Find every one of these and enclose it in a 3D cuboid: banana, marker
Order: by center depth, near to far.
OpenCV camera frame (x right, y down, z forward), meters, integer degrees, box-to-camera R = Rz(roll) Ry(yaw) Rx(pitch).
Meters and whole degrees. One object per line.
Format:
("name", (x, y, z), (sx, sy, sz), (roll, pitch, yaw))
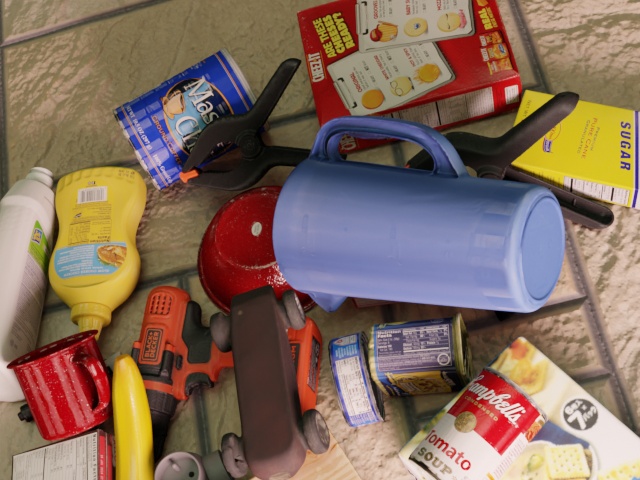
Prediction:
("banana", (-0.171, 0.205, 0.971), (0.037, 0.069, 0.198), (-3, 67, -2))
("marker", (-0.253, 0.150, 1.087), (0.121, 0.020, 0.020), (-29, 60, -3))

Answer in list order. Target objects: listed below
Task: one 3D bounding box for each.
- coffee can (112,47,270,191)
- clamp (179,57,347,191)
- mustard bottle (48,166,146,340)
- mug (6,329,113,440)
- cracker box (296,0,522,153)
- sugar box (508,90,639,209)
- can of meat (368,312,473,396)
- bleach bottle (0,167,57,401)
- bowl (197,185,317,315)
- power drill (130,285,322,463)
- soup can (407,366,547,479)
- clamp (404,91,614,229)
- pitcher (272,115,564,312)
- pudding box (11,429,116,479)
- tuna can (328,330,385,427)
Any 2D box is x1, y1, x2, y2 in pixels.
("coffee can", (-0.140, -0.132, 1.161), (0.140, 0.103, 0.103), (-30, 60, -3))
("clamp", (-0.061, -0.094, 1.099), (0.171, 0.039, 0.120), (-34, 88, 13))
("mustard bottle", (-0.238, 0.017, 1.131), (0.096, 0.058, 0.191), (-5, 62, 7))
("mug", (-0.237, 0.139, 1.025), (0.117, 0.093, 0.081), (-14, 98, 46))
("cracker box", (0.095, -0.196, 1.158), (0.214, 0.072, 0.164), (-14, 60, 7))
("sugar box", (0.280, -0.089, 1.073), (0.176, 0.048, 0.093), (12, 66, 20))
("can of meat", (0.094, 0.108, 0.981), (0.084, 0.102, 0.057), (-7, 67, 12))
("bleach bottle", (-0.321, 0.036, 1.129), (0.068, 0.102, 0.250), (2, 57, 6))
("bowl", (-0.057, 0.001, 1.099), (0.162, 0.055, 0.162), (-6, 61, 10))
("power drill", (-0.098, 0.136, 1.036), (0.188, 0.057, 0.184), (3, 71, 13))
("soup can", (0.130, 0.165, 0.885), (0.069, 0.068, 0.102), (38, 79, 27))
("clamp", (0.181, -0.063, 1.055), (0.210, 0.164, 0.036), (-8, 40, 34))
("pitcher", (0.087, -0.014, 0.952), (0.243, 0.149, 0.145), (7, 57, 35))
("pudding box", (-0.242, 0.237, 1.012), (0.114, 0.039, 0.090), (-18, 59, 22))
("tuna can", (0.034, 0.130, 0.993), (0.034, 0.086, 0.086), (-14, 61, 7))
